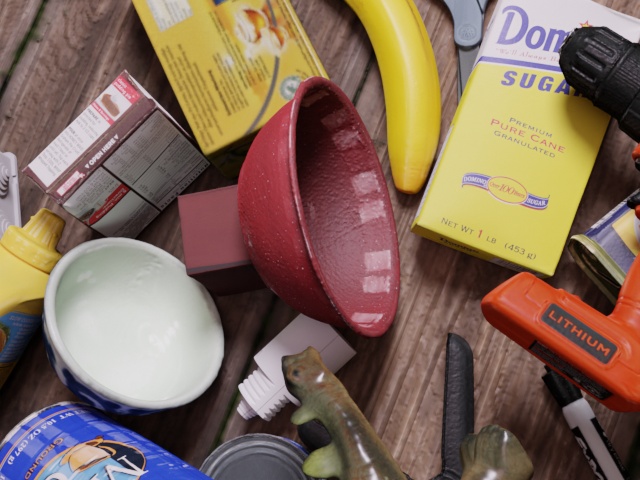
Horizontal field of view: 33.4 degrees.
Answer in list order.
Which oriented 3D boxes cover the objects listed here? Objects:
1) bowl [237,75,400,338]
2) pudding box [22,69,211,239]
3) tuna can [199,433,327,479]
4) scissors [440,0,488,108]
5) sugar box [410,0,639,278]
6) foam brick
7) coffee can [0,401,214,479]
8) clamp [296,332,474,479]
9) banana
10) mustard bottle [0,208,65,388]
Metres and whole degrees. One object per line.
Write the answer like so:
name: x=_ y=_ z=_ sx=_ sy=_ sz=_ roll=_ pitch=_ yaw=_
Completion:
bowl: x=-0.005 y=-0.015 z=0.649 sx=0.055 sy=0.162 sz=0.162 roll=-14 pitch=76 yaw=21
pudding box: x=-0.127 y=-0.048 z=0.693 sx=0.090 sy=0.113 sz=0.039 roll=-46 pitch=72 yaw=-2
tuna can: x=-0.037 y=0.166 z=0.675 sx=0.086 sy=0.033 sz=0.086 roll=-2 pitch=78 yaw=10
scissors: x=0.083 y=-0.149 z=0.727 sx=0.096 sy=0.016 sz=0.202 roll=15 pitch=83 yaw=15
sugar box: x=0.132 y=-0.072 z=0.681 sx=0.093 sy=0.048 sz=0.176 roll=21 pitch=86 yaw=1
foam brick: x=-0.055 y=0.001 z=0.689 sx=0.053 sy=0.078 sz=0.051 roll=-10 pitch=75 yaw=7
coffee can: x=-0.119 y=0.167 z=0.627 sx=0.141 sy=0.102 sz=0.103 roll=19 pitch=82 yaw=41
clamp: x=0.062 y=0.154 z=0.658 sx=0.120 sy=0.039 sz=0.171 roll=-21 pitch=76 yaw=7
banana: x=0.042 y=-0.129 z=0.722 sx=0.070 sy=0.037 sz=0.198 roll=-36 pitch=70 yaw=31
mustard bottle: x=-0.223 y=0.064 z=0.689 sx=0.058 sy=0.096 sz=0.191 roll=33 pitch=91 yaw=12
